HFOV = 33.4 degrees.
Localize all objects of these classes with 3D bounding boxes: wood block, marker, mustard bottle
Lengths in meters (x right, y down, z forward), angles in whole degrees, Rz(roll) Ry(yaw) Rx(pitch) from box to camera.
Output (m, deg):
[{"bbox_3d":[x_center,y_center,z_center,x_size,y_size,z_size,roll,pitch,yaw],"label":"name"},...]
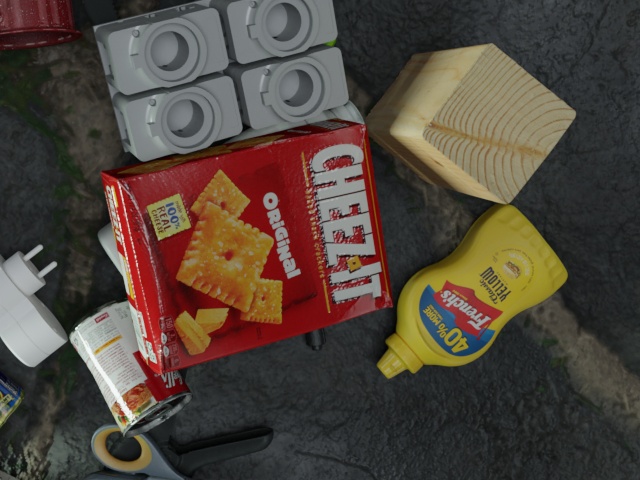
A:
[{"bbox_3d":[0.114,-0.099,0.891,0.090,0.206,0.090,37,90,-13],"label":"wood block"},{"bbox_3d":[-0.010,0.042,0.983,0.020,0.020,0.121,-8,99,-9],"label":"marker"},{"bbox_3d":[0.129,0.059,0.990,0.191,0.058,0.096,-41,101,-2],"label":"mustard bottle"}]

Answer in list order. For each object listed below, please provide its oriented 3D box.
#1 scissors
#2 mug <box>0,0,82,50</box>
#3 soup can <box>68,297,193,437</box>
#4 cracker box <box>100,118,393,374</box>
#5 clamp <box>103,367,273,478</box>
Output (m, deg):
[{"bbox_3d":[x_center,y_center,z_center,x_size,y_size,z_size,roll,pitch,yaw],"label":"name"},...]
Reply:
[{"bbox_3d":[-0.118,0.203,0.943,0.201,0.016,0.096,-5,97,0],"label":"scissors"},{"bbox_3d":[-0.251,-0.202,0.863,0.093,0.117,0.081,-5,94,22],"label":"mug"},{"bbox_3d":[-0.165,0.109,0.922,0.068,0.068,0.102,-33,75,-5],"label":"soup can"},{"bbox_3d":[-0.056,0.001,0.878,0.213,0.072,0.164,-15,105,-20],"label":"cracker box"},{"bbox_3d":[-0.129,0.195,0.971,0.120,0.039,0.171,38,95,-3],"label":"clamp"}]
